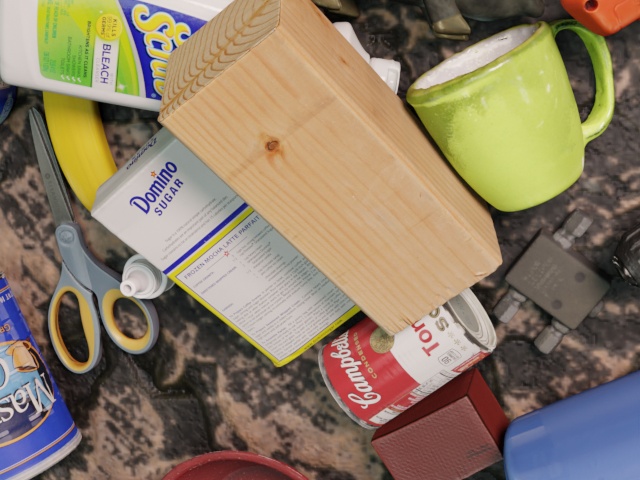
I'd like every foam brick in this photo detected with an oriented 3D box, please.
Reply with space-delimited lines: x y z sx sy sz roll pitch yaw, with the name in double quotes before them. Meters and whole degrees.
"foam brick" 0.084 0.134 0.736 0.078 0.051 0.053 -29 96 20

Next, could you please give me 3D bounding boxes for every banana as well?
"banana" -0.162 -0.105 0.745 0.070 0.037 0.198 11 107 14

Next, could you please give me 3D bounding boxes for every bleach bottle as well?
"bleach bottle" -0.073 -0.128 0.683 0.250 0.068 0.103 9 120 -3

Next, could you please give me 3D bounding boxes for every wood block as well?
"wood block" 0.010 -0.049 0.645 0.091 0.090 0.206 -35 120 21

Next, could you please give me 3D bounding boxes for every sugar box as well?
"sugar box" -0.055 0.001 0.709 0.093 0.048 0.176 -38 114 19

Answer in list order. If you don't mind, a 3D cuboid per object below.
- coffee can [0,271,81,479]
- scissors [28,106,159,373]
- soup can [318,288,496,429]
"coffee can" -0.253 0.107 0.791 0.103 0.102 0.140 -20 98 19
"scissors" -0.166 0.004 0.787 0.096 0.016 0.202 5 105 12
"soup can" 0.059 0.072 0.717 0.102 0.068 0.068 -37 93 20
